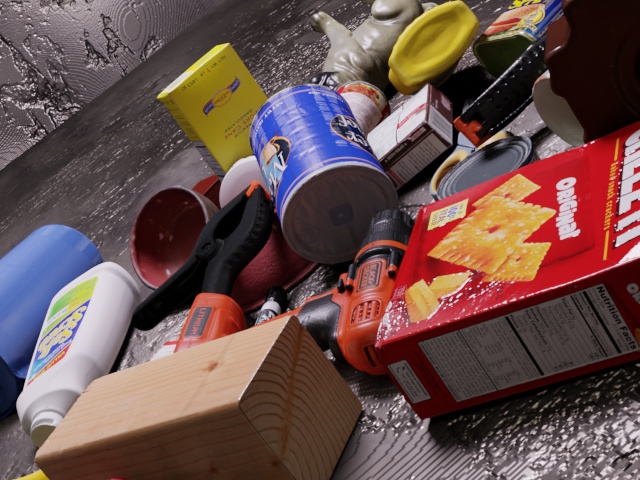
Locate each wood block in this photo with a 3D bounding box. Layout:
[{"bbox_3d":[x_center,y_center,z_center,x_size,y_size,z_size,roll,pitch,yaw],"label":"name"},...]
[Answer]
[{"bbox_3d":[-0.088,0.134,0.740,0.207,0.090,0.090,-21,24,37],"label":"wood block"}]

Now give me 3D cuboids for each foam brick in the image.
[{"bbox_3d":[-0.131,-0.033,1.238,0.053,0.051,0.078,-14,29,48],"label":"foam brick"}]

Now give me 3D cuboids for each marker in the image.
[{"bbox_3d":[-0.048,0.075,0.907,0.020,0.020,0.121,-27,22,24],"label":"marker"}]

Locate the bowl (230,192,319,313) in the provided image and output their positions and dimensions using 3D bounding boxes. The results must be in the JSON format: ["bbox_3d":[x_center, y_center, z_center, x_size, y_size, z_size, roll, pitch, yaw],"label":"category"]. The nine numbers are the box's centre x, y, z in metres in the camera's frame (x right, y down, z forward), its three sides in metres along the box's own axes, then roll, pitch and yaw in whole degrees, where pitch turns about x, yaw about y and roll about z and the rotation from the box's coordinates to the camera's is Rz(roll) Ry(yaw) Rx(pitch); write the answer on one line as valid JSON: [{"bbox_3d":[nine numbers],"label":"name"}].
[{"bbox_3d":[-0.057,0.001,1.035,0.162,0.055,0.162,-31,21,13],"label":"bowl"}]

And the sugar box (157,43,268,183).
[{"bbox_3d":[-0.089,-0.117,1.173,0.093,0.176,0.048,-43,19,-18],"label":"sugar box"}]

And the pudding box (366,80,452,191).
[{"bbox_3d":[0.084,-0.097,1.033,0.090,0.039,0.113,-41,15,24],"label":"pudding box"}]

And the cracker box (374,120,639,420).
[{"bbox_3d":[0.150,0.009,0.660,0.214,0.072,0.164,-23,24,31],"label":"cracker box"}]

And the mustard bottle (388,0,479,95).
[{"bbox_3d":[0.117,-0.197,1.140,0.096,0.058,0.191,-42,-2,3],"label":"mustard bottle"}]

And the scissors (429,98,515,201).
[{"bbox_3d":[0.150,-0.099,0.976,0.096,0.016,0.201,-23,24,36],"label":"scissors"}]

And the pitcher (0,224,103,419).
[{"bbox_3d":[-0.358,0.081,1.228,0.145,0.149,0.242,-29,17,32],"label":"pitcher"}]

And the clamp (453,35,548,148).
[{"bbox_3d":[0.193,-0.155,0.892,0.209,0.036,0.165,-40,-11,-27],"label":"clamp"}]

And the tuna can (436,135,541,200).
[{"bbox_3d":[0.138,-0.045,0.852,0.086,0.033,0.086,-31,21,13],"label":"tuna can"}]

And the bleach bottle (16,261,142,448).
[{"bbox_3d":[-0.244,0.118,1.071,0.103,0.068,0.251,-32,23,12],"label":"bleach bottle"}]

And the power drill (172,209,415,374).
[{"bbox_3d":[-0.012,0.051,0.820,0.188,0.057,0.184,-20,24,20],"label":"power drill"}]

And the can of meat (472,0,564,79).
[{"bbox_3d":[0.212,-0.206,1.061,0.084,0.057,0.102,-46,21,-18],"label":"can of meat"}]

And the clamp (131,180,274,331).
[{"bbox_3d":[-0.088,0.023,0.945,0.120,0.039,0.171,22,71,48],"label":"clamp"}]

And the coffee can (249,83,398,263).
[{"bbox_3d":[0.000,-0.062,0.954,0.103,0.102,0.140,-33,40,9],"label":"coffee can"}]

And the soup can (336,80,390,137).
[{"bbox_3d":[0.029,-0.116,1.138,0.069,0.068,0.102,-22,25,34],"label":"soup can"}]
